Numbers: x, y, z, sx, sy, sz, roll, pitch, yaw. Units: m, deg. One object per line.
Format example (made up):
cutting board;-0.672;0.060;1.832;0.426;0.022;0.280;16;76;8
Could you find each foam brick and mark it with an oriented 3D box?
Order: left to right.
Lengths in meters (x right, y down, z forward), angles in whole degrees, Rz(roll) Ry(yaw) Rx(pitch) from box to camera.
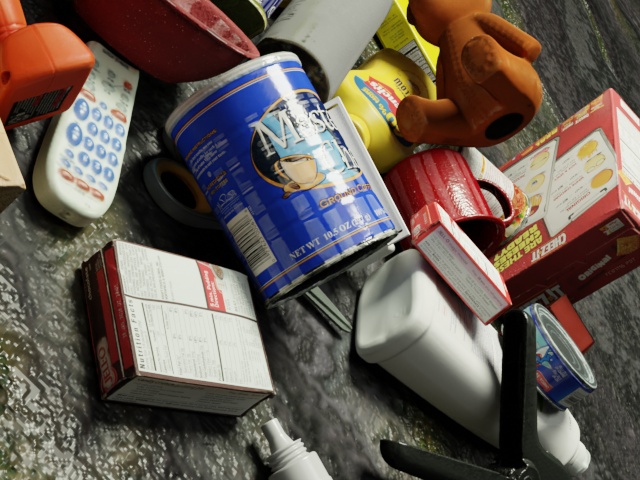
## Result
foam brick;0.192;0.092;0.945;0.051;0.078;0.052;58;30;6

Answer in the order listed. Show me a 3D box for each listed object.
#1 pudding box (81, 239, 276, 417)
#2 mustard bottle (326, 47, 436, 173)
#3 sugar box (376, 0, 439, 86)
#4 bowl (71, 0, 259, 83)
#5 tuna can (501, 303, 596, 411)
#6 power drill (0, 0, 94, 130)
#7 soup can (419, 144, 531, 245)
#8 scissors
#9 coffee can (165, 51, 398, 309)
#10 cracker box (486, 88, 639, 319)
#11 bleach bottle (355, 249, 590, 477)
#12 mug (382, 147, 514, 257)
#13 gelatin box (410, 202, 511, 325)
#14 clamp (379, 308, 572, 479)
pudding box;-0.085;0.055;0.644;0.113;0.039;0.090;16;50;-44
mustard bottle;0.048;-0.110;0.954;0.096;0.058;0.191;54;32;-3
sugar box;0.119;-0.184;1.131;0.093;0.048;0.176;-18;75;-57
bowl;-0.121;-0.160;0.747;0.162;0.055;0.162;39;12;-10
tuna can;0.186;0.094;0.866;0.086;0.034;0.086;46;18;-20
power drill;-0.187;-0.166;0.592;0.057;0.185;0.187;-20;87;-24
soup can;0.141;-0.047;1.013;0.102;0.069;0.068;38;36;-25
scissors;-0.055;0.001;0.755;0.202;0.016;0.096;55;33;-2
coffee can;-0.026;-0.040;0.715;0.102;0.103;0.140;-20;78;-57
cracker box;0.241;-0.030;1.040;0.072;0.164;0.213;41;34;-19
bleach bottle;0.134;0.119;0.856;0.250;0.068;0.102;42;30;-24
mug;0.112;-0.027;0.924;0.117;0.093;0.081;-10;58;-17
gelatin box;0.107;0.016;0.828;0.089;0.030;0.073;48;12;-8
clamp;0.131;0.178;0.786;0.164;0.036;0.210;-32;107;-31
